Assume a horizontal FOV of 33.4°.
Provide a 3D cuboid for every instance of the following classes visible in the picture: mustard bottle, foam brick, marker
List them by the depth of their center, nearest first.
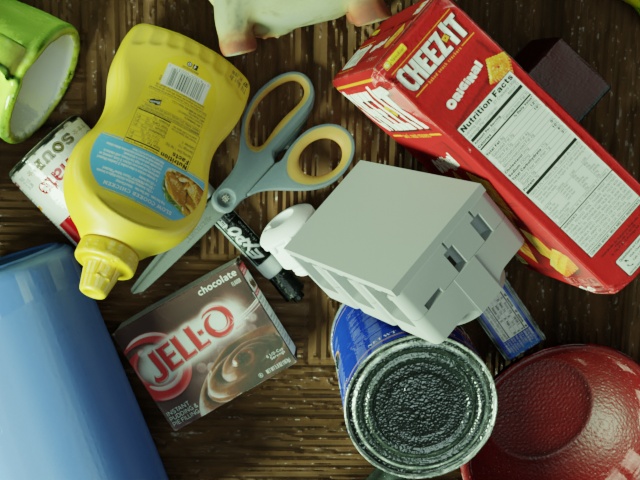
[{"bbox_3d":[-0.120,-0.048,0.726,0.096,0.058,0.191,27,63,-19],"label":"mustard bottle"},{"bbox_3d":[0.161,-0.108,0.763,0.053,0.078,0.051,41,94,-9],"label":"foam brick"},{"bbox_3d":[-0.055,0.001,0.807,0.020,0.020,0.121,-41,100,6],"label":"marker"}]

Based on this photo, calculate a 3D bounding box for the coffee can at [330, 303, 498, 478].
[{"bbox_3d":[0.062,0.093,0.766,0.103,0.140,0.103,-1,104,-3],"label":"coffee can"}]

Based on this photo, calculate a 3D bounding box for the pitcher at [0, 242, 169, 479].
[{"bbox_3d":[-0.203,0.132,0.783,0.149,0.145,0.243,-19,98,-11],"label":"pitcher"}]

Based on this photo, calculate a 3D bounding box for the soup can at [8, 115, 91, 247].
[{"bbox_3d":[-0.165,-0.032,0.772,0.068,0.068,0.102,-42,99,6],"label":"soup can"}]

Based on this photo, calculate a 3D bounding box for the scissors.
[{"bbox_3d":[-0.049,-0.027,0.784,0.096,0.016,0.202,29,88,-3],"label":"scissors"}]

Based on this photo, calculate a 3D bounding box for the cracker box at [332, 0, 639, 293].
[{"bbox_3d":[0.115,-0.061,0.724,0.213,0.164,0.072,41,88,-10],"label":"cracker box"}]

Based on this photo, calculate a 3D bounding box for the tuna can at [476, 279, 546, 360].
[{"bbox_3d":[0.129,0.046,0.789,0.034,0.086,0.086,-34,101,6],"label":"tuna can"}]

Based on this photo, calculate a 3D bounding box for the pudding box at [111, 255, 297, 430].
[{"bbox_3d":[-0.087,0.078,0.812,0.113,0.039,0.090,-31,100,4],"label":"pudding box"}]

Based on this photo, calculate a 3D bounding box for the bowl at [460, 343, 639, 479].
[{"bbox_3d":[0.177,0.142,0.818,0.162,0.055,0.162,-3,110,-9],"label":"bowl"}]
